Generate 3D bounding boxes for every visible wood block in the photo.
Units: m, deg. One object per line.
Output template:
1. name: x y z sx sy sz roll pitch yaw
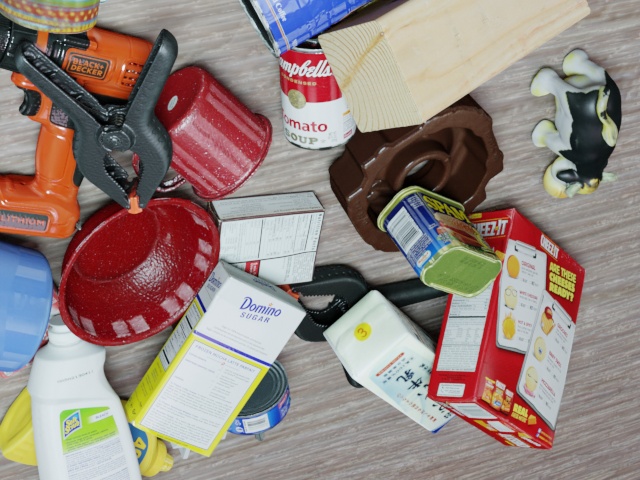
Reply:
1. wood block: 0.113 -0.179 0.887 0.205 0.091 0.090 -34 108 -26

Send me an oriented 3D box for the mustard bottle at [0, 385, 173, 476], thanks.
1. mustard bottle: -0.228 0.205 1.101 0.191 0.058 0.096 31 101 -41

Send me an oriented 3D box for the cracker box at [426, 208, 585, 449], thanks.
1. cracker box: 0.202 0.097 1.146 0.164 0.072 0.213 34 63 -41

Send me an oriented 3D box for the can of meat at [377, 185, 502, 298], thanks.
1. can of meat: 0.116 0.003 1.018 0.101 0.084 0.057 18 121 -45

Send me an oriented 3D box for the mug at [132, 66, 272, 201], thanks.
1. mug: -0.111 -0.087 0.912 0.117 0.093 0.081 -35 129 18

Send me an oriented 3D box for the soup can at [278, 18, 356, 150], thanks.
1. soup can: -0.002 -0.139 0.935 0.068 0.068 0.102 -15 131 -16

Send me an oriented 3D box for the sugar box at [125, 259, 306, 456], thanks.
1. sugar box: -0.101 0.114 1.019 0.093 0.048 0.176 29 99 -30

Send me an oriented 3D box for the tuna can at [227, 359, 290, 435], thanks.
1. tuna can: -0.074 0.159 1.100 0.086 0.086 0.034 -19 132 -12

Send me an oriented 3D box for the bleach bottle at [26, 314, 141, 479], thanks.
1. bleach bottle: -0.221 0.188 1.018 0.102 0.068 0.251 -18 115 -37

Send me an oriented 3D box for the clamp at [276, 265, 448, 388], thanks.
1. clamp: 0.026 0.086 1.149 0.209 0.036 0.165 16 116 -39

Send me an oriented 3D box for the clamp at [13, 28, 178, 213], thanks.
1. clamp: -0.150 -0.094 0.828 0.120 0.039 0.171 -6 138 13

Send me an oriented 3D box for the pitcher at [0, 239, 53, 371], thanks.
1. pitcher: -0.347 0.047 0.853 0.242 0.145 0.149 15 119 -34

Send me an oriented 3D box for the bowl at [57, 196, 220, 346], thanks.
1. bowl: -0.173 0.017 0.968 0.161 0.055 0.162 -25 138 -25

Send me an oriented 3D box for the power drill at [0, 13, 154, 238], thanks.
1. power drill: -0.238 -0.096 0.858 0.184 0.057 0.188 9 121 -32

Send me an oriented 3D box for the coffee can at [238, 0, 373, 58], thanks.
1. coffee can: 0.000 -0.224 0.845 0.140 0.103 0.102 -30 133 -2

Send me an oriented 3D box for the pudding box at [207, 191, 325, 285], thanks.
1. pudding box: -0.057 0.001 1.040 0.113 0.039 0.090 -7 127 -24
